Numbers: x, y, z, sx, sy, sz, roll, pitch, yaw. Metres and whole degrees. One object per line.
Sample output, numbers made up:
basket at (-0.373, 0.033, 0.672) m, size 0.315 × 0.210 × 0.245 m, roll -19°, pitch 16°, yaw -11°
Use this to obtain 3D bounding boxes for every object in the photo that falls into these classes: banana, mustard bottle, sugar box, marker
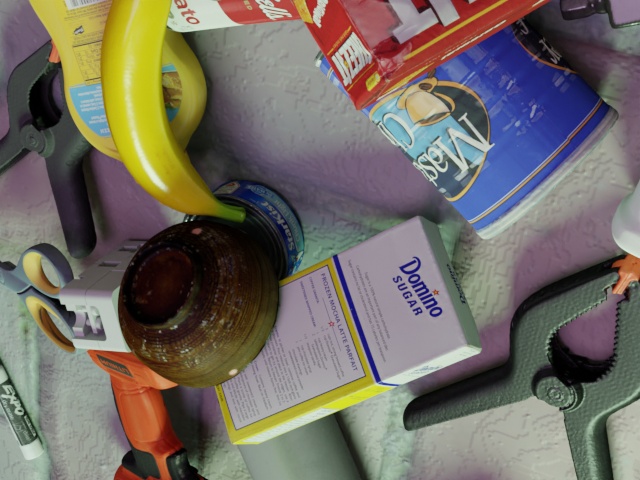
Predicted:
banana at (-0.102, -0.087, 0.669) m, size 0.069 × 0.037 × 0.198 m, roll -16°, pitch 128°, yaw -4°
mustard bottle at (-0.129, -0.114, 0.722) m, size 0.096 × 0.058 × 0.191 m, roll -10°, pitch 111°, yaw 15°
sugar box at (0.010, 0.062, 0.706) m, size 0.176 × 0.048 × 0.093 m, roll -24°, pitch 72°, yaw 17°
marker at (-0.282, 0.143, 0.963) m, size 0.020 × 0.020 × 0.121 m, roll -9°, pitch 111°, yaw 31°

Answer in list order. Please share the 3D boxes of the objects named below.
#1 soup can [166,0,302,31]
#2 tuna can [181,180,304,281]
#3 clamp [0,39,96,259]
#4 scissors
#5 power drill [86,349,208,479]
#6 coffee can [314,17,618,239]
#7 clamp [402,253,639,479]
soup can at (-0.049, -0.165, 0.649) m, size 0.102 × 0.068 × 0.068 m, roll 0°, pitch 115°, yaw 28°
tuna can at (-0.055, 0.001, 0.760) m, size 0.086 × 0.033 × 0.086 m, roll 12°, pitch 120°, yaw 22°
clamp at (-0.213, -0.079, 0.798) m, size 0.120 × 0.039 × 0.172 m, roll 19°, pitch 117°, yaw 12°
scissors at (-0.242, 0.015, 0.836) m, size 0.202 × 0.016 × 0.096 m, roll 37°, pitch 135°, yaw 30°
power drill at (-0.115, 0.159, 0.835) m, size 0.185 × 0.057 × 0.188 m, roll 13°, pitch 120°, yaw 44°
coffee can at (0.081, -0.086, 0.601) m, size 0.140 × 0.102 × 0.103 m, roll 46°, pitch 127°, yaw -1°
clamp at (0.164, 0.100, 0.697) m, size 0.164 × 0.036 × 0.210 m, roll 35°, pitch 126°, yaw 8°
